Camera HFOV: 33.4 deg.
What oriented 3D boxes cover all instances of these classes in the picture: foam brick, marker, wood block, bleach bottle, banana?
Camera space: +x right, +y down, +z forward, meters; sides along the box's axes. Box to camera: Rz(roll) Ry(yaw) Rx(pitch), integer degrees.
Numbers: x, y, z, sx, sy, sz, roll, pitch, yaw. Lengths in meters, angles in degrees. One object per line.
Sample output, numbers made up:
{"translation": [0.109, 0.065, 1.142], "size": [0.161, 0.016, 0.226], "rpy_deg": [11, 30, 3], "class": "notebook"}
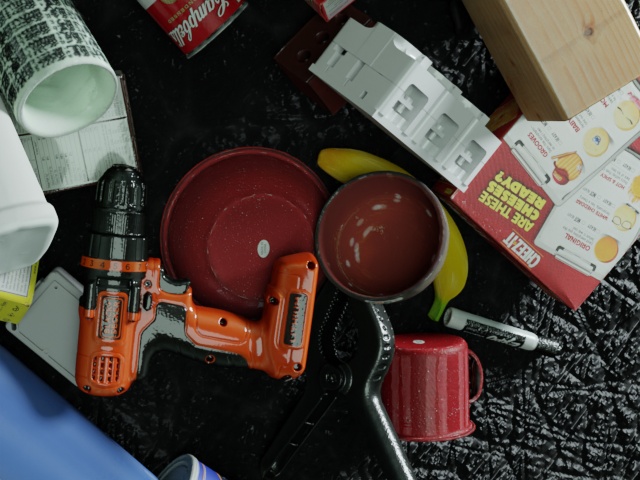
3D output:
{"translation": [0.012, -0.156, 0.902], "size": [0.078, 0.053, 0.051], "rpy_deg": [-46, 139, -2], "class": "foam brick"}
{"translation": [0.174, 0.088, 1.009], "size": [0.121, 0.020, 0.020], "rpy_deg": [18, 96, -15], "class": "marker"}
{"translation": [0.168, -0.206, 0.854], "size": [0.091, 0.090, 0.206], "rpy_deg": [-31, 101, -5], "class": "wood block"}
{"translation": [-0.273, -0.102, 0.802], "size": [0.068, 0.103, 0.251], "rpy_deg": [-16, 75, -28], "class": "bleach bottle"}
{"translation": [0.078, -0.017, 0.959], "size": [0.069, 0.037, 0.197], "rpy_deg": [-38, 106, -4], "class": "banana"}

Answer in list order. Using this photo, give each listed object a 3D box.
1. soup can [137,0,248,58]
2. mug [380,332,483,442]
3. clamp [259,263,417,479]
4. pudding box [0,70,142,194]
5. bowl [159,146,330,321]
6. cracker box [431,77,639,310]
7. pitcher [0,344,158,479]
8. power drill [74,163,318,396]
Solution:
{"translation": [-0.117, -0.208, 0.864], "size": [0.068, 0.068, 0.102], "rpy_deg": [-43, 106, -3], "class": "soup can"}
{"translation": [0.103, 0.129, 0.970], "size": [0.117, 0.093, 0.081], "rpy_deg": [-5, 97, -32], "class": "mug"}
{"translation": [0.012, 0.127, 0.947], "size": [0.036, 0.165, 0.210], "rpy_deg": [9, 77, -55], "class": "clamp"}
{"translation": [-0.210, -0.088, 0.881], "size": [0.113, 0.039, 0.090], "rpy_deg": [-10, 103, -9], "class": "pudding box"}
{"translation": [-0.056, 0.001, 0.923], "size": [0.162, 0.055, 0.162], "rpy_deg": [-2, 101, -13], "class": "bowl"}
{"translation": [0.232, -0.072, 0.967], "size": [0.164, 0.072, 0.214], "rpy_deg": [40, 91, -15], "class": "cracker box"}
{"translation": [-0.259, 0.181, 0.881], "size": [0.242, 0.149, 0.145], "rpy_deg": [43, 74, -19], "class": "pitcher"}
{"translation": [-0.100, 0.038, 0.861], "size": [0.187, 0.057, 0.184], "rpy_deg": [6, 95, -12], "class": "power drill"}
